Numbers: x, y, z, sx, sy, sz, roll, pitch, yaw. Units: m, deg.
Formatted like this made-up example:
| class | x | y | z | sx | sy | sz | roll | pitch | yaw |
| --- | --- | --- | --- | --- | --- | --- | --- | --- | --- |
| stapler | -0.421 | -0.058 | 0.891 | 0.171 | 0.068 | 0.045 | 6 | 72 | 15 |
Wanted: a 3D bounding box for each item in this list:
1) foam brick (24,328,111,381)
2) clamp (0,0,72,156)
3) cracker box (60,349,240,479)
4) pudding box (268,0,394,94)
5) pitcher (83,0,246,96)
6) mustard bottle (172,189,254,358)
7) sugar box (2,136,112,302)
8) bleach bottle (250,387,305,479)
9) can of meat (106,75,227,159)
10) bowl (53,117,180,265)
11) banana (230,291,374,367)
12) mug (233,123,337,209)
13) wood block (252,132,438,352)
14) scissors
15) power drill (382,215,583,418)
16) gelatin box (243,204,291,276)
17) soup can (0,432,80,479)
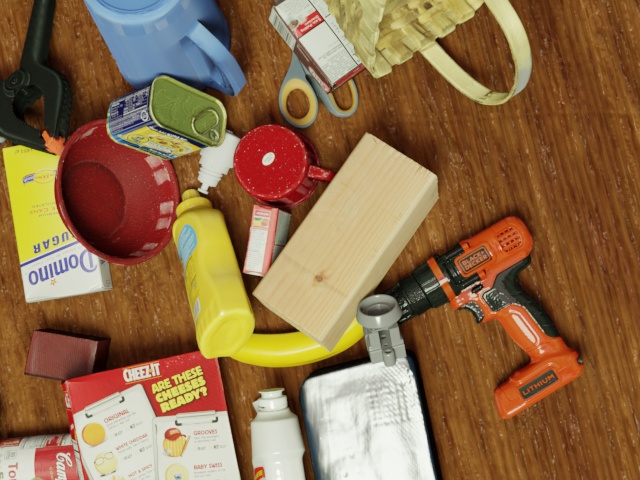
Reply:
| class | x | y | z | sx | sy | sz | roll | pitch | yaw |
| --- | --- | --- | --- | --- | --- | --- | --- | --- | --- |
| foam brick | -0.282 | 0.129 | 1.193 | 0.078 | 0.053 | 0.051 | 9 | 90 | 6 |
| clamp | -0.324 | -0.179 | 1.183 | 0.164 | 0.036 | 0.210 | -44 | 59 | 2 |
| cracker box | -0.176 | 0.236 | 1.142 | 0.164 | 0.072 | 0.214 | -11 | 86 | -21 |
| pudding box | 0.012 | -0.230 | 1.167 | 0.090 | 0.039 | 0.113 | -36 | 87 | -13 |
| pitcher | -0.161 | -0.231 | 1.093 | 0.149 | 0.243 | 0.145 | -6 | 84 | 0 |
| mustard bottle | -0.121 | 0.024 | 1.149 | 0.058 | 0.096 | 0.192 | -6 | 56 | -20 |
| sugar box | -0.296 | -0.024 | 1.202 | 0.093 | 0.048 | 0.176 | -10 | 86 | 6 |
| bleach bottle | -0.040 | 0.282 | 1.131 | 0.068 | 0.103 | 0.251 | -6 | 89 | -14 |
| can of meat | -0.166 | -0.128 | 1.147 | 0.084 | 0.101 | 0.057 | -13 | 66 | 42 |
| bowl | -0.232 | -0.049 | 1.163 | 0.055 | 0.161 | 0.162 | -12 | 86 | 43 |
| banana | -0.017 | 0.102 | 1.174 | 0.198 | 0.037 | 0.070 | -22 | 69 | 4 |
| mug | -0.037 | -0.079 | 1.156 | 0.117 | 0.081 | 0.093 | 16 | 90 | 7 |
| wood block | 0.029 | 0.003 | 1.122 | 0.091 | 0.090 | 0.206 | 34 | 84 | 14 |
| scissors | -0.038 | -0.210 | 1.190 | 0.096 | 0.016 | 0.202 | -38 | 85 | -2 |
| power drill | 0.177 | 0.092 | 1.139 | 0.184 | 0.057 | 0.187 | -31 | 86 | 7 |
| gelatin box | -0.058 | 0.001 | 1.152 | 0.030 | 0.089 | 0.073 | 9 | 89 | 7 |
| soup can | -0.304 | 0.250 | 1.185 | 0.102 | 0.068 | 0.068 | -6 | 88 | 7 |
